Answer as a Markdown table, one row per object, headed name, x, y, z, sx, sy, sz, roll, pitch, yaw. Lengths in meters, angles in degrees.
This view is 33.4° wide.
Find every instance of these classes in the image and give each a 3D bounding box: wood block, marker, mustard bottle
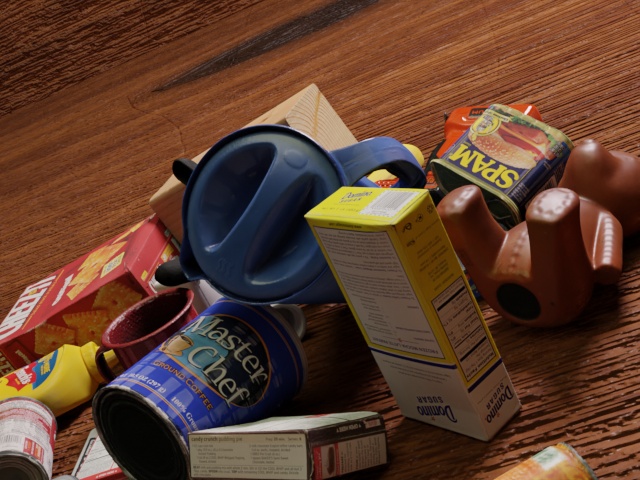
| name | x | y | z | sx | sy | sz | roll | pitch | yaw |
| --- | --- | --- | --- | --- | --- | --- | --- | --- | --- |
| wood block | -0.072 | -0.069 | 1.143 | 0.206 | 0.090 | 0.090 | -27 | 18 | 34 |
| marker | -0.202 | 0.200 | 0.900 | 0.020 | 0.020 | 0.121 | -21 | 22 | 14 |
| mustard bottle | -0.283 | 0.152 | 1.054 | 0.191 | 0.058 | 0.096 | -27 | 16 | -3 |

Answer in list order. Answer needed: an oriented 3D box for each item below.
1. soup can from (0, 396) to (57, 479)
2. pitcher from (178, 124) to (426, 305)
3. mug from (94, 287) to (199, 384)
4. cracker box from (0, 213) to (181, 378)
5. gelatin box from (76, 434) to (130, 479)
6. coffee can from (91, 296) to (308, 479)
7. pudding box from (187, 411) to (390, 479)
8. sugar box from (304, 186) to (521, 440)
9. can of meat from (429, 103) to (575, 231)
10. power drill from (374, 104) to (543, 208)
| name | x | y | z | sx | sy | sz | roll | pitch | yaw |
| --- | --- | --- | --- | --- | --- | --- | --- | --- | --- |
| soup can | -0.268 | 0.189 | 0.935 | 0.068 | 0.068 | 0.102 | -27 | 21 | -1 |
| pitcher | 0.008 | -0.012 | 0.874 | 0.149 | 0.145 | 0.242 | 15 | 0 | 22 |
| mug | -0.150 | 0.106 | 0.974 | 0.117 | 0.081 | 0.093 | -20 | 22 | 15 |
| cracker box | -0.252 | 0.064 | 1.170 | 0.214 | 0.072 | 0.164 | -28 | 19 | 19 |
| gelatin box | -0.157 | 0.178 | 0.886 | 0.073 | 0.030 | 0.089 | -20 | 23 | 20 |
| coffee can | -0.091 | 0.118 | 0.829 | 0.103 | 0.103 | 0.140 | -5 | 24 | 43 |
| pudding box | -0.023 | 0.145 | 0.742 | 0.114 | 0.039 | 0.089 | -11 | -7 | 38 |
| sugar box | 0.064 | 0.048 | 0.726 | 0.048 | 0.176 | 0.094 | -40 | 26 | -27 |
| can of meat | 0.163 | -0.065 | 0.940 | 0.084 | 0.057 | 0.102 | -45 | 51 | -13 |
| power drill | 0.157 | -0.072 | 1.059 | 0.185 | 0.057 | 0.187 | 2 | 32 | 33 |
